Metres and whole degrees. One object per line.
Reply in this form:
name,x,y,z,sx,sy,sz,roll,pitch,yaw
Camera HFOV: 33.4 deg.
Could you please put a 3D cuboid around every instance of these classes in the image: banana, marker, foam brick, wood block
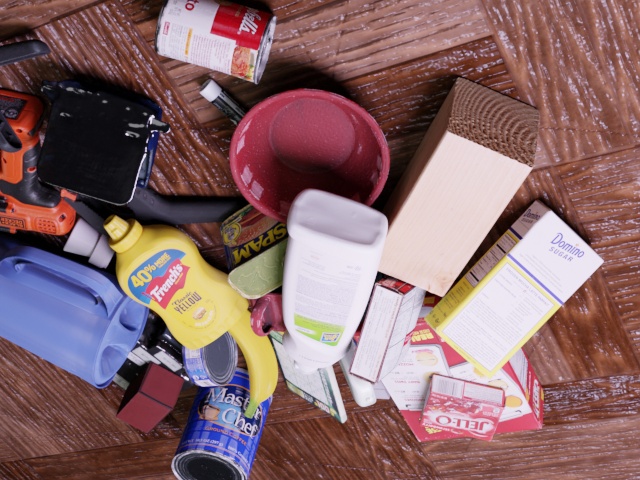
banana,-0.097,0.131,1.346,0.037,0.069,0.198,5,126,44
marker,-0.077,-0.123,1.119,0.020,0.020,0.121,-30,120,37
foam brick,-0.221,0.204,1.382,0.051,0.053,0.078,31,135,-15
wood block,0.132,-0.050,1.079,0.090,0.090,0.206,22,136,-5

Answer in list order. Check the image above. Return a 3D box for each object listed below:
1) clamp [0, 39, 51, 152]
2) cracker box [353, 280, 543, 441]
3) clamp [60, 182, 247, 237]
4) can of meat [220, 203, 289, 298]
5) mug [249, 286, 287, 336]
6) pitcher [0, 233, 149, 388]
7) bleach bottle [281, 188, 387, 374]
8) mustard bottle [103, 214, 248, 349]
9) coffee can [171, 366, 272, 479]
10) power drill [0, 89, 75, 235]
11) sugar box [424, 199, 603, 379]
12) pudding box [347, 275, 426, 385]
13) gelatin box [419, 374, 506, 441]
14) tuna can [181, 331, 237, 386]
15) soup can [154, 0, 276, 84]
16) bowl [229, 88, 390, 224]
clamp,-0.364,-0.164,1.112,0.172,0.039,0.120,16,96,19
cracker box,0.157,0.146,1.281,0.164,0.072,0.213,-11,131,26
clamp,-0.193,-0.029,1.233,0.209,0.036,0.165,28,134,-18
can of meat,-0.058,0.001,1.171,0.102,0.084,0.057,-30,135,14
mug,-0.048,0.061,1.228,0.093,0.117,0.081,13,142,18
pitcher,-0.339,0.066,1.290,0.243,0.145,0.149,22,101,10
bleach bottle,-0.002,0.059,1.135,0.102,0.068,0.251,18,138,2
mustard bottle,-0.176,0.038,1.224,0.096,0.058,0.191,-37,119,12
coffee can,-0.129,0.253,1.422,0.103,0.140,0.103,8,135,8
power drill,-0.376,-0.089,1.216,0.184,0.057,0.188,10,139,2
sugar box,0.204,0.052,1.133,0.093,0.048,0.176,40,95,-22
pudding box,0.075,0.090,1.160,0.039,0.089,0.113,21,109,20
gelatin box,0.167,0.198,1.256,0.089,0.030,0.073,13,138,3
tuna can,-0.140,0.142,1.354,0.034,0.086,0.086,-7,131,24
soup can,-0.100,-0.196,1.018,0.102,0.068,0.069,16,136,1
bowl,-0.010,-0.093,1.089,0.162,0.055,0.162,2,125,2
